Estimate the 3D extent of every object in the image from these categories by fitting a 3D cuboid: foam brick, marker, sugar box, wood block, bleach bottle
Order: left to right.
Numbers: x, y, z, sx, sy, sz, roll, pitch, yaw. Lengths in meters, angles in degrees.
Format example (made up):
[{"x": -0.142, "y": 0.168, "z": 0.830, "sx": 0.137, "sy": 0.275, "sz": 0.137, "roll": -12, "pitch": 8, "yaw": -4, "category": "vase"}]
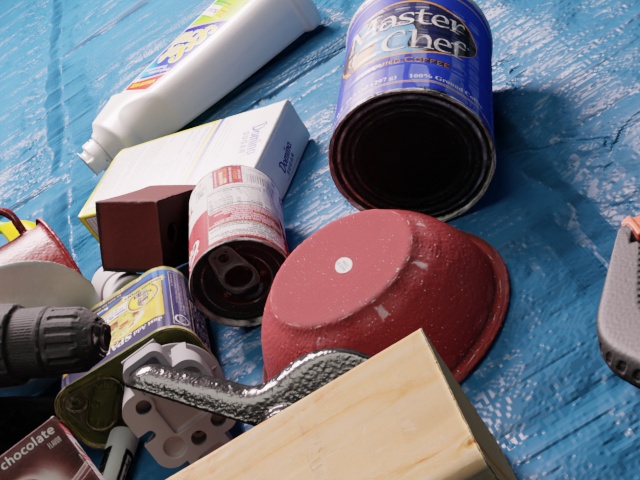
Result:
[{"x": -0.129, "y": 0.160, "z": 0.619, "sx": 0.020, "sy": 0.020, "sz": 0.121, "roll": -20, "pitch": 34, "yaw": 24, "category": "marker"}, {"x": -0.118, "y": -0.009, "z": 0.767, "sx": 0.051, "sy": 0.053, "sz": 0.078, "roll": 0, "pitch": 12, "yaw": 21, "category": "foam brick"}, {"x": -0.121, "y": -0.152, "z": 0.993, "sx": 0.250, "sy": 0.068, "sz": 0.103, "roll": -43, "pitch": 32, "yaw": -9, "category": "bleach bottle"}, {"x": -0.101, "y": -0.050, "z": 0.852, "sx": 0.176, "sy": 0.048, "sz": 0.093, "roll": -9, "pitch": 39, "yaw": 30, "category": "sugar box"}, {"x": -0.014, "y": 0.143, "z": 0.465, "sx": 0.206, "sy": 0.090, "sz": 0.090, "roll": -31, "pitch": 32, "yaw": 6, "category": "wood block"}]

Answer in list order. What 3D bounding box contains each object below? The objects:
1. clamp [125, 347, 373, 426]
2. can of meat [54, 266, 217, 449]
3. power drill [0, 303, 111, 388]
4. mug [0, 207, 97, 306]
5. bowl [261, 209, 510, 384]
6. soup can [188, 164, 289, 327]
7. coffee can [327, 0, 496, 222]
[{"x": -0.017, "y": 0.112, "z": 0.542, "sx": 0.172, "sy": 0.039, "sz": 0.120, "roll": -11, "pitch": 79, "yaw": 17, "category": "clamp"}, {"x": -0.120, "y": 0.073, "z": 0.693, "sx": 0.102, "sy": 0.057, "sz": 0.084, "roll": -32, "pitch": 30, "yaw": 6, "category": "can of meat"}, {"x": -0.214, "y": 0.128, "z": 0.623, "sx": 0.184, "sy": 0.057, "sz": 0.187, "roll": -6, "pitch": 68, "yaw": 13, "category": "power drill"}, {"x": -0.223, "y": 0.033, "z": 0.773, "sx": 0.081, "sy": 0.117, "sz": 0.093, "roll": -32, "pitch": 10, "yaw": -20, "category": "mug"}, {"x": 0.023, "y": 0.033, "z": 0.612, "sx": 0.162, "sy": 0.055, "sz": 0.162, "roll": -24, "pitch": 33, "yaw": 17, "category": "bowl"}, {"x": -0.055, "y": 0.001, "z": 0.717, "sx": 0.068, "sy": 0.068, "sz": 0.102, "roll": -29, "pitch": 31, "yaw": 11, "category": "soup can"}, {"x": 0.062, "y": -0.092, "z": 0.697, "sx": 0.103, "sy": 0.102, "sz": 0.140, "roll": -20, "pitch": 34, "yaw": 23, "category": "coffee can"}]
